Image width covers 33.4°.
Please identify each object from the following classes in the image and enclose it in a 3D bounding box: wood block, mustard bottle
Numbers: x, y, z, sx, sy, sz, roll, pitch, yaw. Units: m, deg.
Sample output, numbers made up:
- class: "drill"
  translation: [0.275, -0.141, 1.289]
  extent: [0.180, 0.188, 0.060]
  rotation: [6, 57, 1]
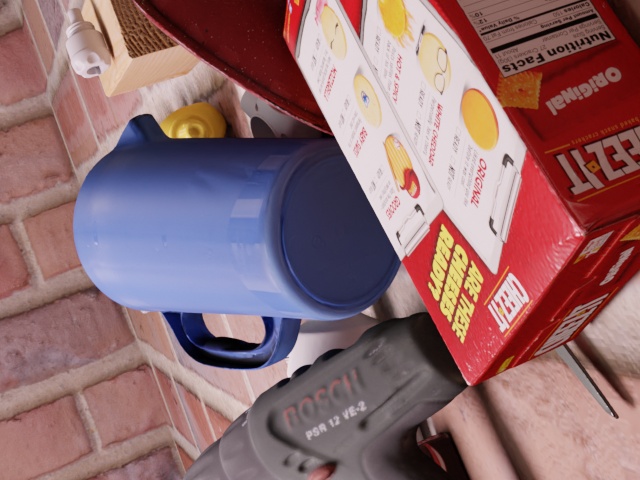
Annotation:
- class: "wood block"
  translation: [-0.159, -0.201, 0.983]
  extent: [0.206, 0.090, 0.090]
  rotation: [176, 74, -74]
- class: "mustard bottle"
  translation: [-0.136, -0.089, 1.037]
  extent: [0.058, 0.096, 0.192]
  rotation: [47, 165, -8]

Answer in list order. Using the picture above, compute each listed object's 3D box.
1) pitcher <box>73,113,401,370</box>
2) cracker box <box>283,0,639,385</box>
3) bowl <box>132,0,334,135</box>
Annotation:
- class: "pitcher"
  translation: [-0.055, 0.001, 0.719]
  extent: [0.149, 0.145, 0.243]
  rotation: [37, 161, -31]
- class: "cracker box"
  translation: [0.061, -0.066, 0.465]
  extent: [0.214, 0.072, 0.164]
  rotation: [62, 163, 20]
- class: "bowl"
  translation: [-0.030, -0.127, 0.627]
  extent: [0.055, 0.161, 0.162]
  rotation: [-55, 41, 15]
